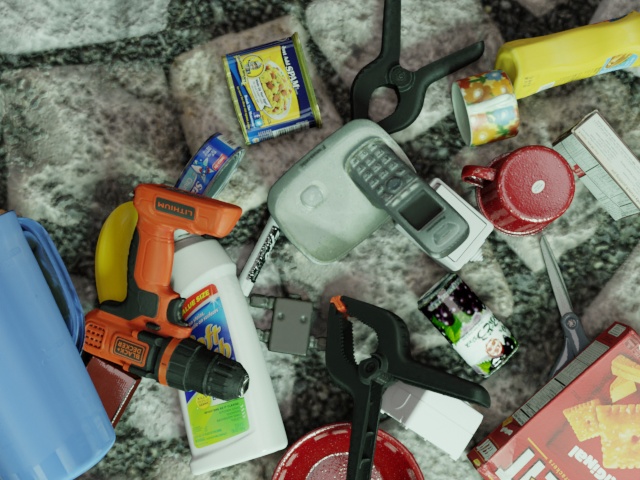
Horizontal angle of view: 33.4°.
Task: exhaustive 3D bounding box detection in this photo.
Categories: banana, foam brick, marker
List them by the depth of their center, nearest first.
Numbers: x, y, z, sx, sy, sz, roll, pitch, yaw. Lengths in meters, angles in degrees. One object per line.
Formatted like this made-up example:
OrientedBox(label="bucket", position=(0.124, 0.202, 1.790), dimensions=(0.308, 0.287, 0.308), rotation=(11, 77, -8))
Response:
OrientedBox(label="foam brick", position=(-0.224, 0.162, 1.086), dimensions=(0.051, 0.053, 0.078), rotation=(28, 84, 0))
OrientedBox(label="banana", position=(-0.198, 0.045, 1.104), dimensions=(0.069, 0.037, 0.198), rotation=(-2, 85, 0))
OrientedBox(label="marker", position=(-0.057, 0.001, 1.122), dimensions=(0.020, 0.020, 0.121), rotation=(27, 85, 0))

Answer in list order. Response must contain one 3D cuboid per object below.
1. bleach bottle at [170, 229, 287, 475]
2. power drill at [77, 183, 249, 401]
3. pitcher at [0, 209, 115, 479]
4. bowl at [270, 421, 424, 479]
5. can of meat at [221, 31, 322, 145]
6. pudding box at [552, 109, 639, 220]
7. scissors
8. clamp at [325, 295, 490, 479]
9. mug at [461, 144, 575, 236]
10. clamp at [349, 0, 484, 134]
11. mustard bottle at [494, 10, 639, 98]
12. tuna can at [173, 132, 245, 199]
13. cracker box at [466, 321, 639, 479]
OrientedBox(label="bleach bottle", position=(-0.114, 0.103, 1.088), dimensions=(0.103, 0.068, 0.251), rotation=(-20, 80, 19))
OrientedBox(label="power drill", position=(-0.136, 0.048, 1.031), dimensions=(0.184, 0.057, 0.188), rotation=(17, 95, 16))
OrientedBox(label="pitcher", position=(-0.280, 0.099, 0.972), dimensions=(0.149, 0.145, 0.243), rotation=(-28, 99, -11))
OrientedBox(label="bowl", position=(0.026, 0.264, 1.086), dimensions=(0.162, 0.055, 0.162), rotation=(0, 85, -2))
OrientedBox(label="can of meat", position=(-0.051, -0.157, 1.118), dimensions=(0.084, 0.057, 0.102), rotation=(-15, 85, -1))
OrientedBox(label="pudding box", position=(0.298, -0.076, 1.108), dimensions=(0.039, 0.090, 0.113), rotation=(-41, 88, -5))
OrientedBox(label="scissors", position=(0.252, 0.104, 1.128), dimensions=(0.096, 0.016, 0.202), rotation=(-32, 87, -4))
OrientedBox(label="clamp", position=(0.053, 0.140, 1.053), dimensions=(0.164, 0.036, 0.210), rotation=(-44, 48, 7))
OrientedBox(label="mug", position=(0.203, -0.057, 1.106), dimensions=(0.117, 0.081, 0.093), rotation=(19, 85, -1))
OrientedBox(label="clamp", position=(0.095, -0.172, 1.134), dimensions=(0.120, 0.039, 0.171), rotation=(25, 91, 4))
OrientedBox(label="mustard bottle", position=(0.284, -0.198, 1.114), dimensions=(0.191, 0.096, 0.058), rotation=(-14, 85, -3))
OrientedBox(label="tuna can", position=(-0.115, -0.068, 1.093), dimensions=(0.034, 0.086, 0.086), rotation=(35, 85, 2))
OrientedBox(label="cracker box", position=(0.283, 0.214, 1.079), dimensions=(0.213, 0.072, 0.164), rotation=(-42, 91, 0))
